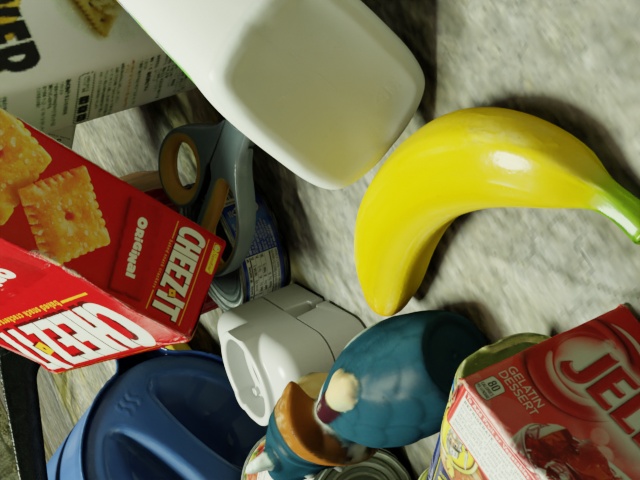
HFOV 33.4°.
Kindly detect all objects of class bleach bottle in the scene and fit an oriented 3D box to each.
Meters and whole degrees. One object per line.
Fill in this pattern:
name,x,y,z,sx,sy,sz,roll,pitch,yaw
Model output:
bleach bottle,-0.063,-0.119,0.491,0.102,0.068,0.251,35,-175,-45

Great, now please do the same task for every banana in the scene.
banana,0.050,-0.011,0.424,0.069,0.037,0.198,68,157,2

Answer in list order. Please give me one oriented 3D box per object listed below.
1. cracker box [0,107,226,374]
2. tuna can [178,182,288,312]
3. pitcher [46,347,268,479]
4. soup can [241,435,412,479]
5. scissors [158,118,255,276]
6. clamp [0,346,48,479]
cracker box,-0.187,-0.005,0.578,0.213,0.072,0.164,33,150,-29
tuna can,-0.054,0.001,0.661,0.086,0.033,0.086,47,149,40
pitcher,-0.123,0.179,0.748,0.243,0.145,0.149,-41,29,58
soup can,0.003,0.146,0.618,0.102,0.068,0.068,-8,103,66
scissors,-0.051,-0.071,0.568,0.096,0.016,0.202,43,134,35
clamp,-0.228,0.062,0.707,0.036,0.164,0.210,151,138,-70
